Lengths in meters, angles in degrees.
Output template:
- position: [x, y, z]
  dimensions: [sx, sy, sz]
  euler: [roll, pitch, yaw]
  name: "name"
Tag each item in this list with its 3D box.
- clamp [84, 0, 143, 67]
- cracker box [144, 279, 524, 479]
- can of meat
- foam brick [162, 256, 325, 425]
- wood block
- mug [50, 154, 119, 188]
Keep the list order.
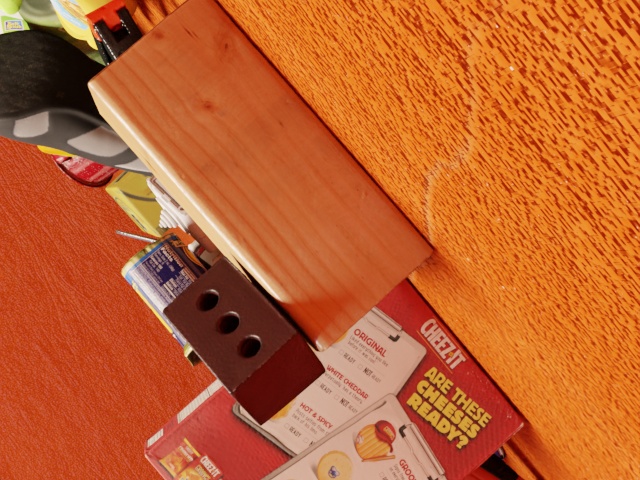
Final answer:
- position: [-0.113, -0.088, 0.752]
  dimensions: [0.120, 0.039, 0.171]
  euler: [40, 163, 35]
  name: "clamp"
- position: [0.008, 0.136, 0.757]
  dimensions: [0.164, 0.213, 0.072]
  euler: [50, 172, -6]
  name: "cracker box"
- position: [-0.107, 0.046, 0.839]
  dimensions: [0.084, 0.057, 0.102]
  euler: [49, 170, 8]
  name: "can of meat"
- position: [-0.046, 0.060, 0.631]
  dimensions: [0.078, 0.053, 0.051]
  euler: [43, 170, 35]
  name: "foam brick"
- position: [-0.038, -0.037, 0.657]
  dimensions: [0.206, 0.090, 0.091]
  euler: [49, 172, 0]
  name: "wood block"
- position: [-0.224, -0.108, 1.075]
  dimensions: [0.093, 0.082, 0.117]
  euler: [59, -149, -5]
  name: "mug"
